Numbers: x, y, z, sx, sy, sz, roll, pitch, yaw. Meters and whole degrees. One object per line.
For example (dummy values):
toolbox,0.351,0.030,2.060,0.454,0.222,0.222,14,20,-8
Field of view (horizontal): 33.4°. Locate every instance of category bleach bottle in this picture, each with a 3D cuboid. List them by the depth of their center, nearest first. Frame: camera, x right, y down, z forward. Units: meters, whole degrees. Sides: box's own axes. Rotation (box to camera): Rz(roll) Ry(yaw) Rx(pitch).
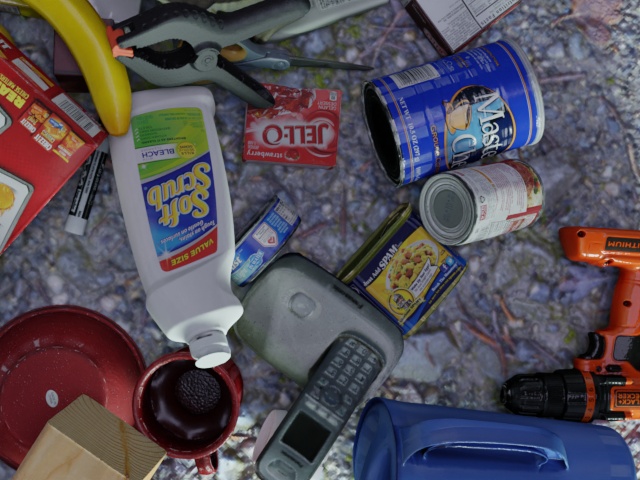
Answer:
bleach bottle,-0.113,-0.012,0.910,0.102,0.068,0.251,-9,62,-19

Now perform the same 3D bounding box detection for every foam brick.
foam brick,-0.208,-0.164,0.952,0.053,0.078,0.051,1,86,-9

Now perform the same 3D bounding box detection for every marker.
marker,-0.209,-0.064,0.978,0.020,0.020,0.121,17,86,-7

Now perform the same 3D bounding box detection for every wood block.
wood block,-0.226,0.244,0.882,0.090,0.090,0.206,34,99,3

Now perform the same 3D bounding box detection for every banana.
banana,-0.217,-0.176,0.893,0.198,0.037,0.069,44,91,-5

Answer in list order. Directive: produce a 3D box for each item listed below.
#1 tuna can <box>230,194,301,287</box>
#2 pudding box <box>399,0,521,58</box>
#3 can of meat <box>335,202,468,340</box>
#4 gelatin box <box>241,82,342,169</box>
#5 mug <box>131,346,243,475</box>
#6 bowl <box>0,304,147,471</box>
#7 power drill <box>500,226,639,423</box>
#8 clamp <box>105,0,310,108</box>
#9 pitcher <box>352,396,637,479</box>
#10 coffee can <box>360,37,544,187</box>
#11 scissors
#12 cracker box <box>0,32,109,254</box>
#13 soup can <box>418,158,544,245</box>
tuna can,-0.056,0.001,0.964,0.033,0.086,0.086,42,83,-7
pudding box,0.124,-0.245,1.020,0.090,0.039,0.113,-38,95,-8
can of meat,0.076,0.030,0.997,0.084,0.057,0.102,43,83,-6
gelatin box,-0.027,-0.107,0.999,0.089,0.030,0.073,5,88,-8
mug,-0.110,0.150,0.948,0.093,0.081,0.117,-15,93,4
bowl,-0.234,0.138,0.951,0.162,0.055,0.162,0,88,-7
power drill,0.264,0.081,1.022,0.184,0.057,0.188,2,91,-12
clamp,-0.097,-0.157,0.913,0.171,0.039,0.120,-6,133,-18
pitcher,0.158,0.210,0.956,0.242,0.149,0.145,5,100,-14
coffee can,0.120,-0.118,0.983,0.140,0.103,0.103,-18,91,-8
scissors,-0.056,-0.161,0.995,0.201,0.096,0.016,9,64,-37
cracker box,-0.310,-0.067,0.904,0.164,0.072,0.214,42,103,-10
soup can,0.148,-0.036,0.980,0.102,0.069,0.068,-13,90,-41
